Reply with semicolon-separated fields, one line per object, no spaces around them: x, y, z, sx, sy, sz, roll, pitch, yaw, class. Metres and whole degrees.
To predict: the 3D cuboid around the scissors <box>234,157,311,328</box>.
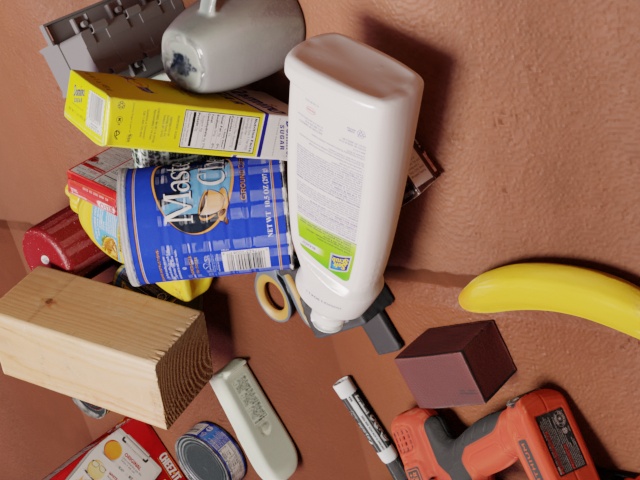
-0.057;0.001;1.018;0.096;0.016;0.202;-25;99;49;scissors

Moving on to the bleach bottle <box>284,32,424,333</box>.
0.013;-0.029;0.836;0.103;0.068;0.251;32;136;25;bleach bottle

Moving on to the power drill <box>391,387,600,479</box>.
0.149;0.215;0.911;0.188;0.057;0.184;-34;75;48;power drill

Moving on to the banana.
0.187;0.048;0.806;0.198;0.037;0.069;16;126;35;banana

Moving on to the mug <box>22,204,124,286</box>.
-0.263;0.014;1.170;0.117;0.081;0.093;42;138;13;mug

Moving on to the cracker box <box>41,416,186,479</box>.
-0.265;0.338;1.296;0.072;0.213;0.164;-28;96;51;cracker box

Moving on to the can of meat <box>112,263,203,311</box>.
-0.176;0.076;1.152;0.084;0.057;0.102;30;134;27;can of meat

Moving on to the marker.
0.052;0.187;1.043;0.020;0.020;0.121;-28;97;49;marker

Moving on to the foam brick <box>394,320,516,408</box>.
0.114;0.106;0.904;0.078;0.051;0.053;-13;109;47;foam brick

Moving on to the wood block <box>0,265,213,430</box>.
-0.223;0.105;1.087;0.206;0.090;0.090;14;129;24;wood block

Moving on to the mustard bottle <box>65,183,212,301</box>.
-0.192;-0.018;1.099;0.192;0.058;0.096;27;130;27;mustard bottle

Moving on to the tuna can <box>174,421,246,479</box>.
-0.128;0.255;1.246;0.086;0.033;0.086;24;131;30;tuna can

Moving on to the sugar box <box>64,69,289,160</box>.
-0.106;-0.101;0.862;0.093;0.175;0.048;36;121;52;sugar box

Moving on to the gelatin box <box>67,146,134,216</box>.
-0.191;-0.062;1.044;0.073;0.089;0.030;24;131;30;gelatin box

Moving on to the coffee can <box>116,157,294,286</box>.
-0.097;-0.018;0.919;0.140;0.103;0.103;-6;121;-2;coffee can
